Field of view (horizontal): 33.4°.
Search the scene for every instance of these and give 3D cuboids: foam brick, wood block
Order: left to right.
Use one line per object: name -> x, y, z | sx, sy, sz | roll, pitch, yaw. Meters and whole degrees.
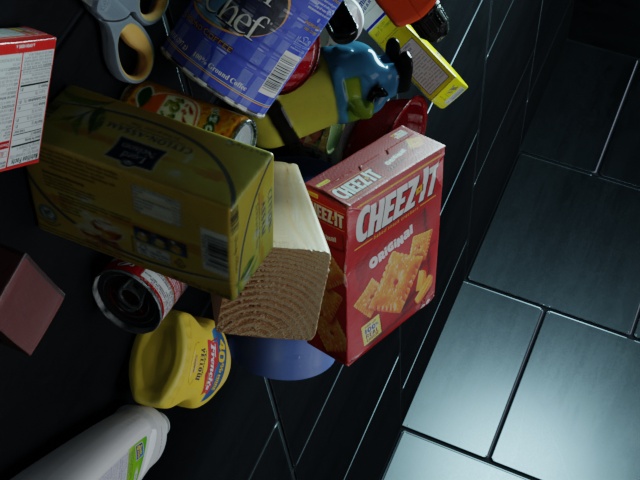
foam brick -> -0.220, 0.037, 0.728 | 0.078, 0.053, 0.051 | 71, 40, -64
wood block -> -0.056, 0.002, 1.007 | 0.206, 0.090, 0.091 | -110, -152, -63

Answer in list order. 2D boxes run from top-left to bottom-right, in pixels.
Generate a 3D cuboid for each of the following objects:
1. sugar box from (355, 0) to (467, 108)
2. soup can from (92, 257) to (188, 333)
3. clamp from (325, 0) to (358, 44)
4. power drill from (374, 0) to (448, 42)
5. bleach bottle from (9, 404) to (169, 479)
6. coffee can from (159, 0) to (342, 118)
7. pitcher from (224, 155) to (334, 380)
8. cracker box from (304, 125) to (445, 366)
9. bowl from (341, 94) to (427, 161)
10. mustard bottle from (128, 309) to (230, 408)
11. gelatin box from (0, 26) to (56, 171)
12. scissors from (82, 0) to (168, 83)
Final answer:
sugar box -> 0.096, -0.236, 1.264 | 0.048, 0.176, 0.093 | -42, 170, 12
soup can -> -0.145, 0.025, 0.943 | 0.102, 0.068, 0.068 | -55, 158, -46
clamp -> -0.011, -0.267, 1.004 | 0.210, 0.036, 0.164 | -125, -160, -76
power drill -> 0.080, -0.276, 1.122 | 0.057, 0.184, 0.187 | -36, -166, 12
bleach bottle -> -0.206, 0.220, 0.983 | 0.250, 0.068, 0.103 | -32, 139, -70
coffee can -> -0.049, -0.185, 0.858 | 0.140, 0.103, 0.102 | -54, 168, 12
pitcher -> -0.024, 0.029, 1.239 | 0.149, 0.145, 0.243 | -42, 145, -54
cracker box -> 0.060, 0.007, 1.164 | 0.163, 0.072, 0.214 | -33, 138, -37
bowl -> 0.068, -0.102, 1.251 | 0.162, 0.055, 0.162 | -56, 160, -34
mustard bottle -> -0.137, 0.126, 1.113 | 0.191, 0.058, 0.096 | 37, 63, -75
gelatin box -> -0.204, -0.088, 0.674 | 0.073, 0.030, 0.089 | -36, 142, -67
scissors -> -0.150, -0.185, 0.769 | 0.201, 0.016, 0.096 | 72, 38, -67
